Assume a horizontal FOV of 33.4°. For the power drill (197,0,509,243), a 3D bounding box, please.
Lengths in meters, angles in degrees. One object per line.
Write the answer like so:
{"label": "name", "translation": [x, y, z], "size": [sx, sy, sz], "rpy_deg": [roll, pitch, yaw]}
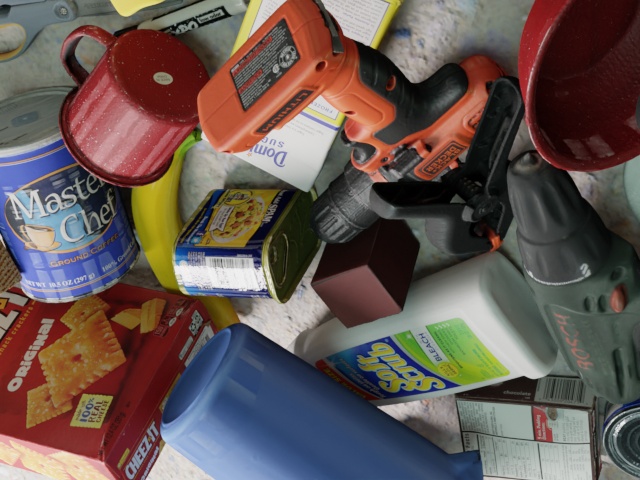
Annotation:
{"label": "power drill", "translation": [0.013, -0.072, 0.701], "size": [0.187, 0.057, 0.185], "rpy_deg": [15, 132, -46]}

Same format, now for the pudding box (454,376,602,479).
{"label": "pudding box", "translation": [0.171, 0.155, 0.879], "size": [0.114, 0.039, 0.090], "rpy_deg": [2, 125, 22]}

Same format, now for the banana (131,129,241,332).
{"label": "banana", "translation": [-0.115, 0.001, 0.879], "size": [0.070, 0.037, 0.198], "rpy_deg": [4, 125, 19]}

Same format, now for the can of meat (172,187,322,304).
{"label": "can of meat", "translation": [-0.055, 0.001, 0.815], "size": [0.084, 0.102, 0.057], "rpy_deg": [1, 125, 23]}

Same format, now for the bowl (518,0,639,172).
{"label": "bowl", "translation": [0.174, -0.122, 0.634], "size": [0.055, 0.162, 0.162], "rpy_deg": [52, 152, 42]}

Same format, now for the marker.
{"label": "marker", "translation": [-0.103, -0.158, 0.770], "size": [0.121, 0.020, 0.020], "rpy_deg": [-12, 119, 29]}

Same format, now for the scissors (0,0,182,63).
{"label": "scissors", "translation": [-0.204, -0.187, 0.791], "size": [0.202, 0.016, 0.096], "rpy_deg": [-14, 118, 29]}

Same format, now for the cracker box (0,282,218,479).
{"label": "cracker box", "translation": [-0.214, 0.109, 0.891], "size": [0.214, 0.164, 0.072], "rpy_deg": [9, 142, 25]}

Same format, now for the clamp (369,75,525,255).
{"label": "clamp", "translation": [0.105, -0.041, 0.718], "size": [0.120, 0.171, 0.039], "rpy_deg": [-39, 65, 10]}

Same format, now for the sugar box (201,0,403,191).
{"label": "sugar box", "translation": [-0.013, -0.125, 0.743], "size": [0.093, 0.048, 0.176], "rpy_deg": [28, 133, 0]}

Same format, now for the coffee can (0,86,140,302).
{"label": "coffee can", "translation": [-0.212, -0.037, 0.847], "size": [0.103, 0.102, 0.140], "rpy_deg": [1, 124, 21]}

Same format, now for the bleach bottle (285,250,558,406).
{"label": "bleach bottle", "translation": [0.059, 0.094, 0.864], "size": [0.251, 0.068, 0.102], "rpy_deg": [-26, 114, 37]}

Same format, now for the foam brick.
{"label": "foam brick", "translation": [0.035, 0.018, 0.803], "size": [0.053, 0.078, 0.051], "rpy_deg": [-19, 122, 32]}

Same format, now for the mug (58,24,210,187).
{"label": "mug", "translation": [-0.138, -0.107, 0.769], "size": [0.117, 0.093, 0.082], "rpy_deg": [47, 136, -2]}

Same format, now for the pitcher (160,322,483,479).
{"label": "pitcher", "translation": [-0.007, 0.180, 0.836], "size": [0.242, 0.149, 0.145], "rpy_deg": [37, 152, -14]}
